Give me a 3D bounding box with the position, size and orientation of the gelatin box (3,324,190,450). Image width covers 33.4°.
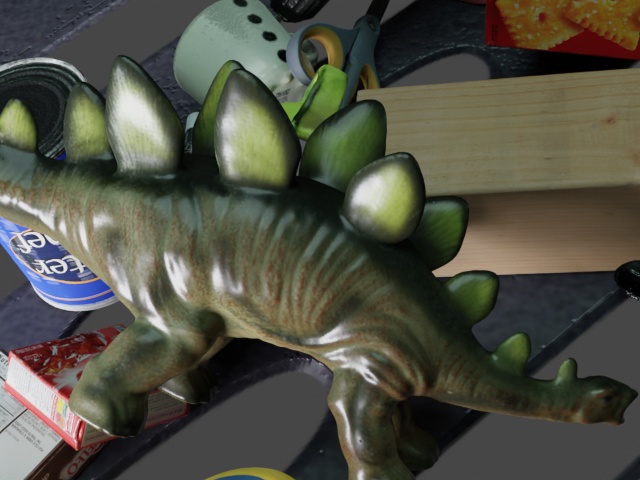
[{"bbox_3d":[-0.130,0.085,0.638,0.073,0.030,0.089,30,25,33],"label":"gelatin box"}]

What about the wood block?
[{"bbox_3d":[0.127,-0.039,0.649,0.206,0.091,0.090,-3,53,14],"label":"wood block"}]

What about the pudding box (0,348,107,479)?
[{"bbox_3d":[-0.201,0.133,0.647,0.090,0.039,0.113,29,64,32],"label":"pudding box"}]

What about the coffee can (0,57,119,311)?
[{"bbox_3d":[-0.172,-0.034,0.698,0.103,0.140,0.103,-8,53,10],"label":"coffee can"}]

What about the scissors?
[{"bbox_3d":[0.020,-0.160,0.779,0.016,0.096,0.201,-23,46,39],"label":"scissors"}]
